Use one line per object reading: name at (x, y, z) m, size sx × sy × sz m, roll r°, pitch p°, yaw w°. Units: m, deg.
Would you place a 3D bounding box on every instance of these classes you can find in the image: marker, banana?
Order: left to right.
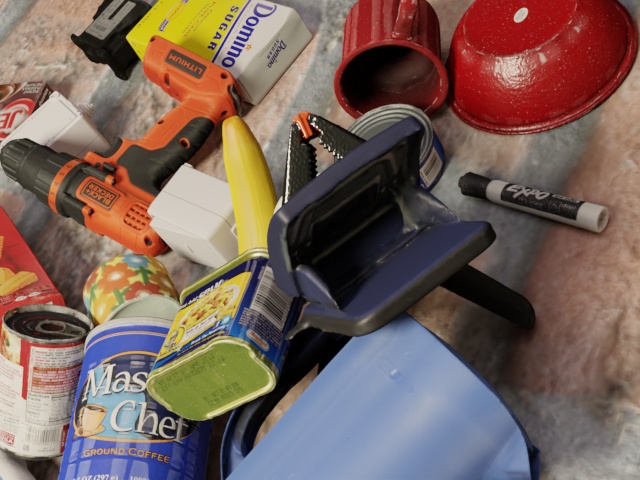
banana at (-0.050, 0.007, 0.813) m, size 0.037 × 0.069 × 0.198 m, roll -4°, pitch 82°, yaw 15°
marker at (0.152, -0.030, 0.781) m, size 0.121 × 0.020 × 0.020 m, roll 19°, pitch 67°, yaw 39°

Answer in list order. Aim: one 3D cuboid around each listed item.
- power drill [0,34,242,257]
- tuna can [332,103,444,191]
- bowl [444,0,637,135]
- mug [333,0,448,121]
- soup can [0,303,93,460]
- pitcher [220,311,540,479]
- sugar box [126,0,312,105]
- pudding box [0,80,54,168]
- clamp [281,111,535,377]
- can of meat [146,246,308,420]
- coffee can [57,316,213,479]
power drill at (-0.173, -0.093, 0.964) m, size 0.184 × 0.057 × 0.187 m, roll 29°, pitch 73°, yaw 16°
tuna can at (0.055, -0.066, 0.856) m, size 0.086 × 0.033 × 0.086 m, roll -16°, pitch 50°, yaw 19°
bowl at (0.166, -0.163, 0.852) m, size 0.162 × 0.055 × 0.162 m, roll -16°, pitch 50°, yaw 19°
mug at (0.060, -0.162, 0.876) m, size 0.093 × 0.117 × 0.081 m, roll 7°, pitch 49°, yaw -3°
soup can at (-0.214, 0.108, 0.822) m, size 0.069 × 0.068 × 0.102 m, roll 26°, pitch 113°, yaw 41°
pitcher at (0.001, 0.157, 0.655) m, size 0.243 × 0.145 × 0.149 m, roll -45°, pitch 7°, yaw -3°
sugar box at (-0.102, -0.199, 1.042) m, size 0.176 × 0.048 × 0.093 m, roll 23°, pitch 70°, yaw 41°
pudding box at (-0.337, -0.120, 1.123) m, size 0.114 × 0.039 × 0.090 m, roll -1°, pitch 56°, yaw 30°
clamp at (0.043, 0.003, 0.736) m, size 0.164 × 0.036 × 0.210 m, roll -20°, pitch 90°, yaw 9°
can of meat at (-0.061, 0.064, 0.709) m, size 0.102 × 0.057 × 0.084 m, roll -30°, pitch 27°, yaw 37°
coffee can at (-0.128, 0.139, 0.756) m, size 0.103 × 0.102 × 0.140 m, roll -13°, pitch 51°, yaw 22°
